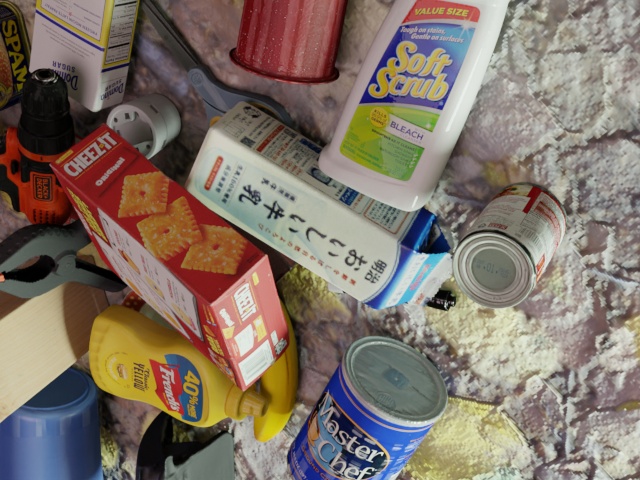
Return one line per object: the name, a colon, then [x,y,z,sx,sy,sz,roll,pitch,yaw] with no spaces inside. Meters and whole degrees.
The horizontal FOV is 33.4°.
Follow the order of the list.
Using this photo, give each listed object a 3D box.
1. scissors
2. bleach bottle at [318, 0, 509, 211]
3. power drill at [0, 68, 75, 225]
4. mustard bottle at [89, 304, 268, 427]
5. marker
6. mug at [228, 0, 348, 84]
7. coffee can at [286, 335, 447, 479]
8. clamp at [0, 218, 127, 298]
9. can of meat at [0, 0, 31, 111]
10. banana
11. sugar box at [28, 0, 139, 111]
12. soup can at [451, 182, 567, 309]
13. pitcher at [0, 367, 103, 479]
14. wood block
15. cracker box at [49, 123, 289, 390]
scissors: [-0.090,-0.146,0.957,0.096,0.016,0.202,-16,105,31]
bleach bottle: [0.082,-0.151,0.836,0.103,0.068,0.251,27,121,13]
power drill: [-0.321,-0.090,0.986,0.187,0.057,0.185,8,135,-5]
mustard bottle: [-0.138,0.135,1.064,0.192,0.058,0.096,18,122,21]
marker: [0.064,0.046,0.967,0.121,0.020,0.020,8,117,24]
mug: [-0.028,-0.185,0.870,0.117,0.093,0.081,45,130,48]
coffee can: [0.041,0.173,0.989,0.103,0.102,0.140,34,125,9]
clamp: [-0.251,0.021,1.045,0.039,0.171,0.120,38,136,41]
can of meat: [-0.327,-0.171,1.028,0.058,0.083,0.102,3,115,26]
banana: [-0.051,0.118,1.056,0.070,0.037,0.198,14,120,46]
sugar box: [-0.210,-0.216,0.964,0.093,0.048,0.176,33,128,23]
soup can: [0.151,0.003,0.849,0.069,0.102,0.068,12,118,22]
pitcher: [-0.314,0.263,1.216,0.149,0.145,0.243,10,115,10]
wood block: [-0.311,0.099,1.076,0.090,0.205,0.091,-3,113,29]
cracker box: [-0.128,0.014,0.946,0.214,0.072,0.164,39,159,27]
